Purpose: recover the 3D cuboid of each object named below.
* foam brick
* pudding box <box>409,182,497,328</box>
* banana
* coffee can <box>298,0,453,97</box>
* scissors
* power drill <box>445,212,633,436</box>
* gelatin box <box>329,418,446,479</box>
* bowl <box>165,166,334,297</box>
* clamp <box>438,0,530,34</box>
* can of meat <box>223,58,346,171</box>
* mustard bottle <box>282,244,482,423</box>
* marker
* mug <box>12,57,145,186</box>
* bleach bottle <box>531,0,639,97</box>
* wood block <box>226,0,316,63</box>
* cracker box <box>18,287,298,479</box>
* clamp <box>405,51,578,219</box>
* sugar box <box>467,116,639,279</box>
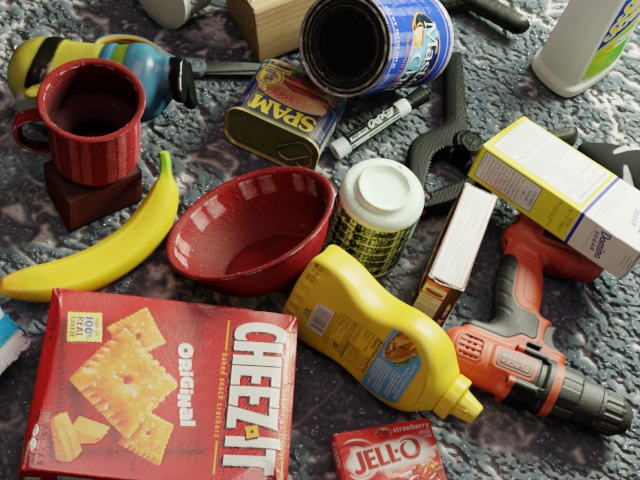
[{"bbox_3d":[-0.214,-0.055,1.004,0.078,0.051,0.053,-27,67,-22],"label":"foam brick"},{"bbox_3d":[0.122,0.016,0.994,0.039,0.090,0.113,21,59,3],"label":"pudding box"},{"bbox_3d":[-0.196,0.003,0.972,0.197,0.037,0.069,-42,101,-19],"label":"banana"},{"bbox_3d":[0.058,-0.200,1.070,0.103,0.103,0.140,44,30,16],"label":"coffee can"},{"bbox_3d":[-0.141,-0.165,1.102,0.201,0.016,0.096,14,60,0],"label":"scissors"},{"bbox_3d":[0.216,0.075,0.993,0.184,0.057,0.187,22,58,2],"label":"power drill"},{"bbox_3d":[0.059,0.196,0.912,0.089,0.030,0.073,-7,61,-13],"label":"gelatin box"},{"bbox_3d":[-0.056,0.001,0.970,0.162,0.055,0.162,-15,35,11],"label":"bowl"},{"bbox_3d":[0.159,-0.283,1.207,0.171,0.039,0.120,-4,56,-4],"label":"clamp"},{"bbox_3d":[-0.033,-0.127,1.074,0.102,0.057,0.083,25,56,5],"label":"can of meat"},{"bbox_3d":[0.060,0.094,0.933,0.192,0.096,0.058,38,40,13],"label":"mustard bottle"},{"bbox_3d":[0.063,-0.122,1.093,0.121,0.020,0.020,-34,69,-11],"label":"marker"},{"bbox_3d":[-0.214,-0.100,0.952,0.117,0.081,0.093,-9,60,-13],"label":"mug"},{"bbox_3d":[0.301,-0.259,1.090,0.102,0.251,0.068,-33,70,-25],"label":"bleach bottle"},{"bbox_3d":[0.007,-0.282,1.134,0.206,0.090,0.091,-23,65,-10],"label":"wood block"},{"bbox_3d":[-0.131,0.134,0.894,0.213,0.072,0.164,7,59,-6],"label":"cracker box"},{"bbox_3d":[0.145,-0.102,1.098,0.165,0.036,0.209,41,62,17],"label":"clamp"},{"bbox_3d":[0.237,-0.043,1.013,0.176,0.048,0.093,39,43,15],"label":"sugar box"}]
